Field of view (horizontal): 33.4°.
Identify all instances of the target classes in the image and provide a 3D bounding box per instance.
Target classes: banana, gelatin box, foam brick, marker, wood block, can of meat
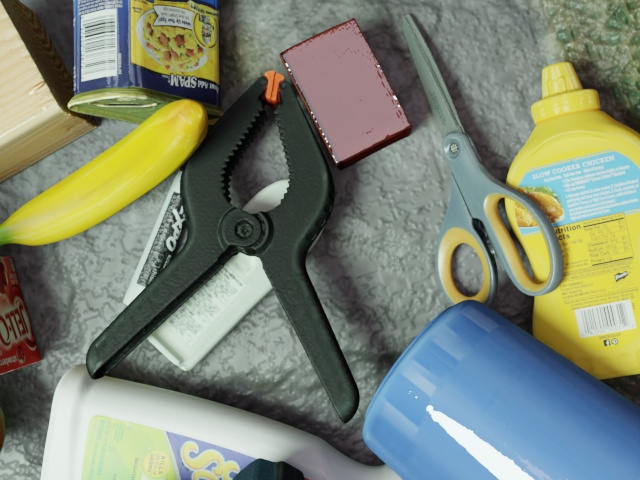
[{"bbox_3d":[-0.128,-0.036,0.651,0.198,0.069,0.037,-29,99,30],"label":"banana"},{"bbox_3d":[-0.206,0.048,0.661,0.030,0.089,0.073,-17,88,2],"label":"gelatin box"},{"bbox_3d":[0.016,-0.090,0.667,0.051,0.053,0.078,-28,88,3],"label":"foam brick"},{"bbox_3d":[-0.096,-0.013,0.689,0.020,0.020,0.121,22,90,4],"label":"marker"},{"bbox_3d":[-0.259,-0.064,0.667,0.206,0.090,0.091,-29,88,2],"label":"wood block"},{"bbox_3d":[-0.105,-0.118,0.652,0.058,0.101,0.084,-4,85,34],"label":"can of meat"}]

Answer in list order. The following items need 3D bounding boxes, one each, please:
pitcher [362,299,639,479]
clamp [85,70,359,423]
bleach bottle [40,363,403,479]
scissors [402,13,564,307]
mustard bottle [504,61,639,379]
[{"bbox_3d":[0.144,0.149,0.599,0.243,0.144,0.149,37,110,19],"label":"pitcher"},{"bbox_3d":[-0.054,0.001,0.646,0.164,0.036,0.210,3,80,3],"label":"clamp"},{"bbox_3d":[-0.041,0.148,0.661,0.251,0.068,0.102,10,96,2],"label":"bleach bottle"},{"bbox_3d":[0.080,-0.040,0.674,0.096,0.016,0.202,-50,60,35],"label":"scissors"},{"bbox_3d":[0.164,-0.014,0.650,0.096,0.058,0.191,-13,87,25],"label":"mustard bottle"}]
